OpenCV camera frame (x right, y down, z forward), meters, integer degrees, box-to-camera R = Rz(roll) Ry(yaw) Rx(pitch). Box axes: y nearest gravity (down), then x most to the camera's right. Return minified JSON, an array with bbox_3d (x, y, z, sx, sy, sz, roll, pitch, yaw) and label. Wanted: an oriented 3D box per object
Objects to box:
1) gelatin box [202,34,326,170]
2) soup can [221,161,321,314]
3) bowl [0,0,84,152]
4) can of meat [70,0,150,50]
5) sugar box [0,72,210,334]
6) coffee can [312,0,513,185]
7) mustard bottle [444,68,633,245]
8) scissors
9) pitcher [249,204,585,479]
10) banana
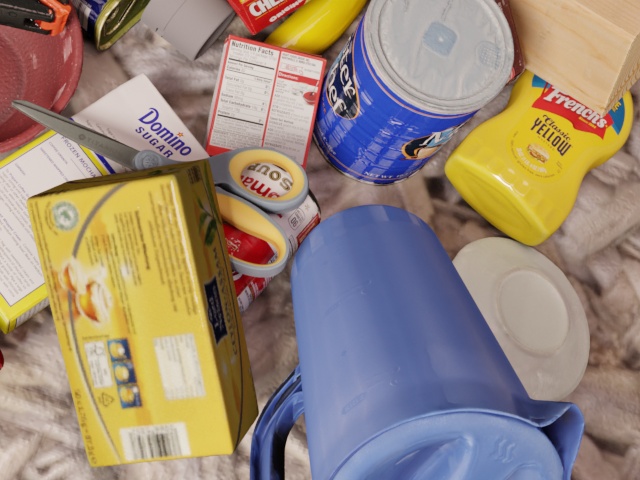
[{"bbox_3d":[-0.041,-0.095,0.764,0.073,0.030,0.089,11,89,-13],"label":"gelatin box"},{"bbox_3d":[-0.055,0.001,0.720,0.068,0.069,0.102,41,66,-1],"label":"soup can"},{"bbox_3d":[-0.241,-0.121,0.711,0.162,0.055,0.162,5,72,-15],"label":"bowl"},{"bbox_3d":[-0.155,-0.200,0.762,0.084,0.057,0.102,40,66,1],"label":"can of meat"},{"bbox_3d":[-0.162,-0.027,0.711,0.176,0.048,0.093,-36,87,-26],"label":"sugar box"},{"bbox_3d":[0.059,-0.110,0.749,0.102,0.140,0.103,5,72,-15],"label":"coffee can"},{"bbox_3d":[0.186,-0.091,0.825,0.096,0.058,0.191,40,66,4],"label":"mustard bottle"},{"bbox_3d":[-0.092,-0.056,0.689,0.202,0.016,0.096,39,64,6],"label":"scissors"},{"bbox_3d":[0.038,0.084,0.637,0.149,0.145,0.243,8,29,-14],"label":"pitcher"},{"bbox_3d":[0.008,-0.200,0.823,0.070,0.037,0.197,10,64,19],"label":"banana"}]
